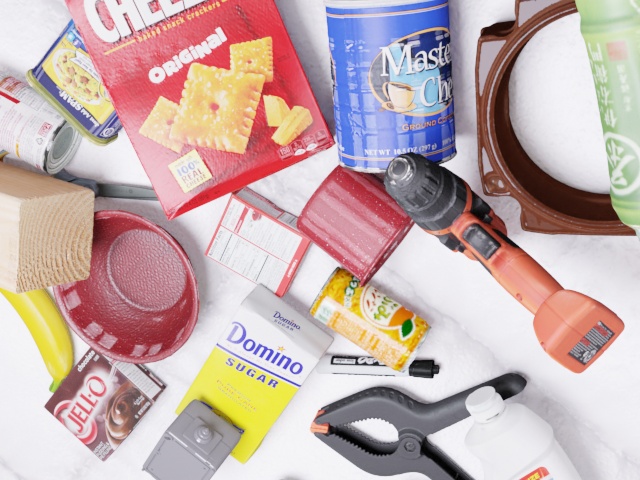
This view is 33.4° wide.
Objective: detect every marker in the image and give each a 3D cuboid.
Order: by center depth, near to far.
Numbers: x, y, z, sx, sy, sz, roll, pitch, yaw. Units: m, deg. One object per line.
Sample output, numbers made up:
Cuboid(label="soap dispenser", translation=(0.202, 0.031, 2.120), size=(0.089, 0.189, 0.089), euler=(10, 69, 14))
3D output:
Cuboid(label="marker", translation=(0.055, 0.122, 1.030), size=(0.121, 0.020, 0.020), euler=(1, 109, 19))

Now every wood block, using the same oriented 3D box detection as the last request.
Cuboid(label="wood block", translation=(-0.323, -0.024, 1.029), size=(0.206, 0.090, 0.090), euler=(17, 108, 33))

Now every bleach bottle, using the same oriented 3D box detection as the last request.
Cuboid(label="bleach bottle", translation=(0.196, 0.244, 0.983), size=(0.103, 0.068, 0.251), euler=(-24, 108, 22))

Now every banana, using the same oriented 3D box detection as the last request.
Cuboid(label="banana", translation=(-0.313, 0.073, 1.127), size=(0.070, 0.037, 0.198), euler=(-24, 100, 23))

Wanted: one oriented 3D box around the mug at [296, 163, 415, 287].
Cuboid(label="mug", translation=(0.031, -0.014, 0.959), size=(0.081, 0.093, 0.117), euler=(38, 153, 7))

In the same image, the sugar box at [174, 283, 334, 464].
Cuboid(label="sugar box", translation=(-0.068, 0.134, 1.047), size=(0.093, 0.048, 0.176), euler=(35, 128, 5))

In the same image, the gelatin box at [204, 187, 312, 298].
Cuboid(label="gelatin box", translation=(-0.057, 0.001, 1.018), size=(0.089, 0.030, 0.073), euler=(30, 117, 6))

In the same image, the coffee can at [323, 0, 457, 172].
Cuboid(label="coffee can", translation=(0.059, -0.137, 0.887), size=(0.103, 0.102, 0.140), euler=(1, 110, 18))

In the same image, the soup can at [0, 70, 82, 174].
Cuboid(label="soup can", translation=(-0.289, -0.116, 1.033), size=(0.102, 0.068, 0.069), euler=(28, 116, 7))

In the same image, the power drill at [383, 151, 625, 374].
Cuboid(label="power drill", translation=(0.142, 0.014, 0.834), size=(0.057, 0.184, 0.188), euler=(-48, 56, 10))

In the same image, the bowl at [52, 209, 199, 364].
Cuboid(label="bowl", translation=(-0.184, 0.039, 1.061), size=(0.162, 0.055, 0.162), euler=(6, 111, 17))

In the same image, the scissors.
Cuboid(label="scissors", translation=(-0.241, -0.036, 1.075), size=(0.202, 0.016, 0.096), euler=(20, 116, 11))

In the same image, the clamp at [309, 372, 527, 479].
Cuboid(label="clamp", translation=(0.095, 0.200, 1.036), size=(0.210, 0.036, 0.164), euler=(0, 109, 15))

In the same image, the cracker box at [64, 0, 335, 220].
Cuboid(label="cracker box", translation=(-0.102, -0.148, 0.927), size=(0.164, 0.072, 0.213), euler=(-24, 102, 1))

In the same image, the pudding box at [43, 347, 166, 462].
Cuboid(label="pudding box", translation=(-0.229, 0.167, 1.132), size=(0.090, 0.039, 0.114), euler=(42, 116, 1))

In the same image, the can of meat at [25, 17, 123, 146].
Cuboid(label="can of meat", translation=(-0.210, -0.154, 0.998), size=(0.102, 0.057, 0.084), euler=(44, 114, -2))
